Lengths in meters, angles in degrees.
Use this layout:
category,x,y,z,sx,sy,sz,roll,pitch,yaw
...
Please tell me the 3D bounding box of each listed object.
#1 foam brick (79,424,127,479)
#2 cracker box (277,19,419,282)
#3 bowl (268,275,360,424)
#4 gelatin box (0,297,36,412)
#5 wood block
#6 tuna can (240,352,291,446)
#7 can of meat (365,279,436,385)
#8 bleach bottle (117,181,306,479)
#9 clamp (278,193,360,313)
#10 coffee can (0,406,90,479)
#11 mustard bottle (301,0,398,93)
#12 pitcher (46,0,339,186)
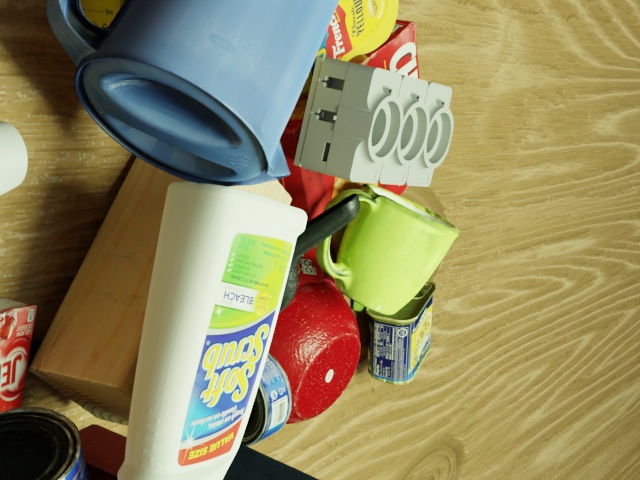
category,x,y,z,sx,sy,sz,roll,pitch,yaw
foam brick,-0.160,0.179,0.801,0.051,0.078,0.053,-17,117,-53
cracker box,0.020,-0.088,0.984,0.213,0.072,0.164,-46,139,-40
bowl,-0.012,0.114,0.999,0.161,0.055,0.162,-36,142,-34
gelatin box,-0.223,0.078,0.689,0.089,0.030,0.073,-3,104,-70
wood block,-0.112,0.027,0.781,0.090,0.090,0.206,51,53,-48
tuna can,-0.068,0.134,0.922,0.033,0.086,0.086,-21,120,-52
can of meat,0.088,0.098,1.175,0.102,0.057,0.084,-47,142,-56
bleach bottle,-0.077,0.093,0.704,0.102,0.068,0.251,16,84,-55
clamp,-0.056,0.001,0.892,0.172,0.120,0.039,-57,172,22
coffee can,-0.200,0.200,0.723,0.102,0.103,0.140,-39,133,-44
mustard bottle,-0.007,-0.175,0.877,0.191,0.058,0.096,-42,138,-41
pitcher,-0.057,-0.170,0.698,0.149,0.145,0.242,70,40,-59
